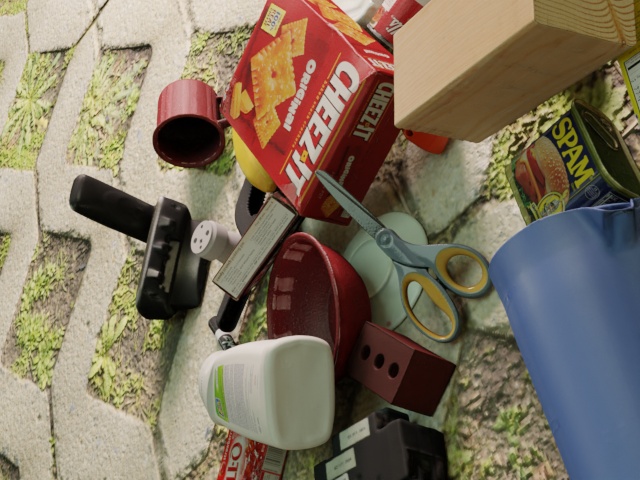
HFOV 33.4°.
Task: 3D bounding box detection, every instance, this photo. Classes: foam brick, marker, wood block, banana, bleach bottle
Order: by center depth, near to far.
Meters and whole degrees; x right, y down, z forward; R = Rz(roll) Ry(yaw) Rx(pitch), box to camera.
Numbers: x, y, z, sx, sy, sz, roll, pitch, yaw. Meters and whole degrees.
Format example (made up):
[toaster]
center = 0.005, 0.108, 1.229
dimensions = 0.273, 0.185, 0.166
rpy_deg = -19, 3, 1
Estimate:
[wood block]
center = 0.144, -0.158, 0.841
dimensions = 0.206, 0.090, 0.091
rpy_deg = 147, 127, -61
[foam brick]
center = 0.069, 0.113, 0.943
dimensions = 0.078, 0.051, 0.053
rpy_deg = 26, 92, 55
[bleach bottle]
center = -0.067, 0.138, 1.036
dimensions = 0.251, 0.068, 0.102
rpy_deg = 175, 93, -66
[marker]
center = -0.100, 0.121, 1.188
dimensions = 0.020, 0.020, 0.121
rpy_deg = -56, 36, 14
[banana]
center = -0.073, -0.135, 1.221
dimensions = 0.070, 0.037, 0.198
rpy_deg = -26, 52, 43

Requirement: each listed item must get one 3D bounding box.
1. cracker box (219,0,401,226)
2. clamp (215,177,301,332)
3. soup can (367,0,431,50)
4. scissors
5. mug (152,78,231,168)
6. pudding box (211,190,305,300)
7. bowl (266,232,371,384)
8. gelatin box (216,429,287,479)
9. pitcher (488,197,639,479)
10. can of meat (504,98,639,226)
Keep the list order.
[cracker box]
center = -0.009, -0.143, 1.073
dimensions = 0.214, 0.071, 0.164
rpy_deg = 53, 124, 44
[clamp]
center = -0.050, -0.014, 1.185
dimensions = 0.165, 0.036, 0.210
rpy_deg = -22, 54, 38
[soup can]
center = 0.104, -0.240, 1.085
dimensions = 0.102, 0.068, 0.068
rpy_deg = -53, 37, 18
[scissors]
center = 0.079, -0.005, 0.953
dimensions = 0.096, 0.016, 0.202
rpy_deg = -34, 74, 18
[mug]
center = -0.159, -0.157, 1.376
dimensions = 0.117, 0.093, 0.081
rpy_deg = -16, 47, 11
[pudding box]
center = -0.057, 0.001, 1.089
dimensions = 0.113, 0.039, 0.090
rpy_deg = -56, -3, 14
[bowl]
center = 0.004, 0.073, 1.023
dimensions = 0.162, 0.055, 0.162
rpy_deg = 1, 91, 63
[gelatin box]
center = -0.073, 0.236, 1.077
dimensions = 0.073, 0.030, 0.089
rpy_deg = -4, 67, 52
[pitcher]
center = 0.206, 0.107, 0.701
dimensions = 0.145, 0.149, 0.243
rpy_deg = -32, 57, 31
[can of meat]
center = 0.203, -0.048, 0.857
dimensions = 0.084, 0.057, 0.102
rpy_deg = -45, 40, 32
